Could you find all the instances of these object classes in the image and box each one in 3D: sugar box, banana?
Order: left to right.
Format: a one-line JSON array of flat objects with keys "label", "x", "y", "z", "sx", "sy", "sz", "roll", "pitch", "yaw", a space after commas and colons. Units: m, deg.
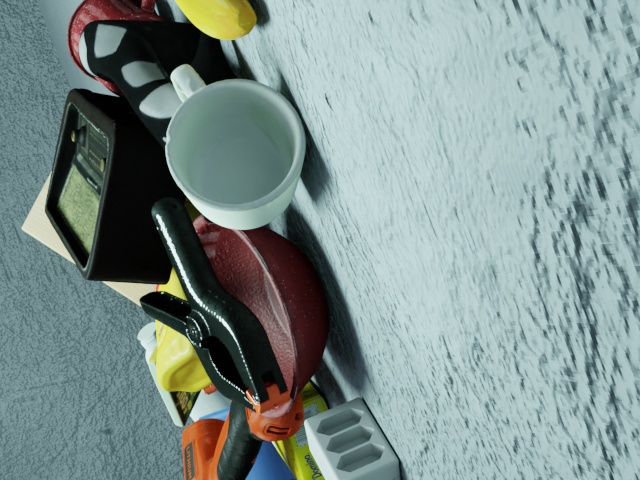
[{"label": "banana", "x": -0.089, "y": -0.188, "z": 0.707, "sx": 0.069, "sy": 0.037, "sz": 0.198, "roll": 88, "pitch": 157, "yaw": -59}, {"label": "sugar box", "x": -0.030, "y": 0.166, "z": 1.025, "sx": 0.176, "sy": 0.048, "sz": 0.093, "roll": -151, "pitch": 44, "yaw": -68}]

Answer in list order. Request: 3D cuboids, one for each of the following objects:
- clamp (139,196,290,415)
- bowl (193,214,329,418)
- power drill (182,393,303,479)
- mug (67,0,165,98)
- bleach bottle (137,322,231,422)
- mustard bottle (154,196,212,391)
[{"label": "clamp", "x": -0.080, "y": 0.050, "z": 0.774, "sx": 0.172, "sy": 0.039, "sz": 0.120, "roll": 40, "pitch": 144, "yaw": 33}, {"label": "bowl", "x": -0.041, "y": 0.050, "z": 0.804, "sx": 0.162, "sy": 0.055, "sz": 0.162, "roll": 36, "pitch": 136, "yaw": 45}, {"label": "power drill", "x": -0.074, "y": 0.141, "z": 0.956, "sx": 0.184, "sy": 0.057, "sz": 0.188, "roll": -103, "pitch": 29, "yaw": -48}, {"label": "mug", "x": -0.175, "y": -0.190, "z": 0.985, "sx": 0.082, "sy": 0.093, "sz": 0.117, "roll": 43, "pitch": 116, "yaw": 54}, {"label": "bleach bottle", "x": -0.135, "y": 0.197, "z": 1.302, "sx": 0.250, "sy": 0.068, "sz": 0.103, "roll": 54, "pitch": 178, "yaw": -29}, {"label": "mustard bottle", "x": -0.119, "y": 0.030, "z": 0.943, "sx": 0.096, "sy": 0.058, "sz": 0.191, "roll": 125, "pitch": 143, "yaw": -54}]
